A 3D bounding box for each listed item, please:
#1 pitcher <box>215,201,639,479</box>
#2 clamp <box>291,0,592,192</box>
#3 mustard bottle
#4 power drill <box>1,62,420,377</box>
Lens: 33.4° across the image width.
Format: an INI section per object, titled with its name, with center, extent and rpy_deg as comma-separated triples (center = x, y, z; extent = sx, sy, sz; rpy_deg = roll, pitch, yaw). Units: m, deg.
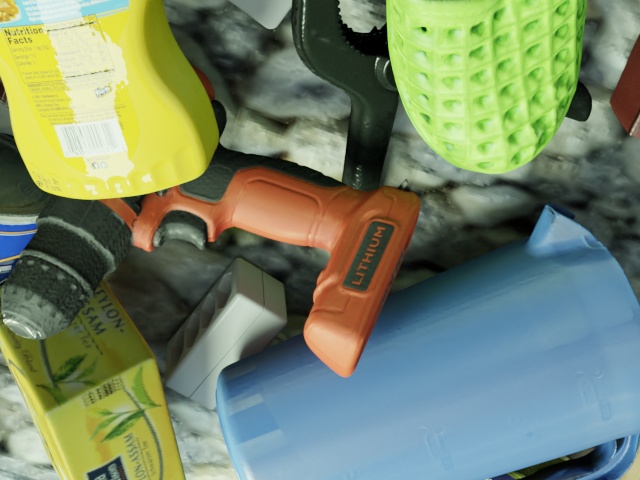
[pitcher]
center = 0.071, 0.095, 0.632
extent = 0.243, 0.149, 0.145
rpy_deg = -21, 158, 2
[clamp]
center = 0.055, -0.103, 0.585
extent = 0.164, 0.036, 0.210
rpy_deg = -23, 132, 7
[mustard bottle]
center = -0.116, -0.111, 0.485
extent = 0.096, 0.058, 0.191
rpy_deg = -3, 127, 17
[power drill]
center = -0.054, 0.001, 0.572
extent = 0.188, 0.184, 0.057
rpy_deg = 24, 154, 6
